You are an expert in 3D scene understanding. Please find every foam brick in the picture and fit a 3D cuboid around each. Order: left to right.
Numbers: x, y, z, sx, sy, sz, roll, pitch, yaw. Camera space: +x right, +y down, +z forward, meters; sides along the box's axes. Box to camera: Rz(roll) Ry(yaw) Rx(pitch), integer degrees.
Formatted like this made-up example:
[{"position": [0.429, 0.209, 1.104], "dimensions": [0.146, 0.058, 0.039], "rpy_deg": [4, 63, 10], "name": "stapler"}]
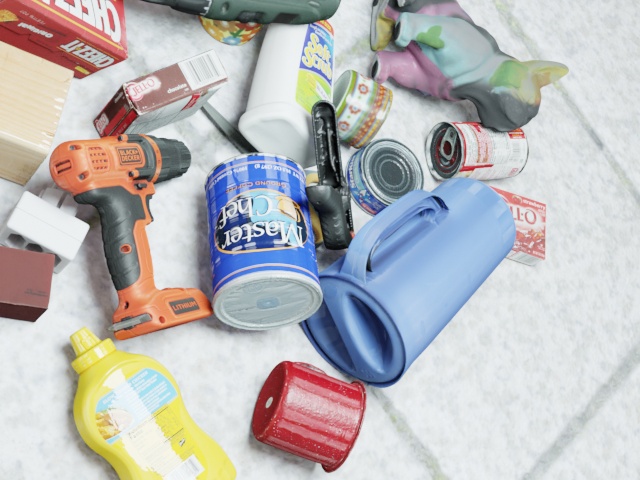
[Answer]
[{"position": [-0.279, 0.037, 0.936], "dimensions": [0.078, 0.051, 0.053], "rpy_deg": [12, 67, -25], "name": "foam brick"}]

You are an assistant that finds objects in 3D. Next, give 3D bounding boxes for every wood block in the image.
[{"position": [-0.337, -0.136, 0.943], "dimensions": [0.205, 0.090, 0.091], "rpy_deg": [22, 64, -22], "name": "wood block"}]

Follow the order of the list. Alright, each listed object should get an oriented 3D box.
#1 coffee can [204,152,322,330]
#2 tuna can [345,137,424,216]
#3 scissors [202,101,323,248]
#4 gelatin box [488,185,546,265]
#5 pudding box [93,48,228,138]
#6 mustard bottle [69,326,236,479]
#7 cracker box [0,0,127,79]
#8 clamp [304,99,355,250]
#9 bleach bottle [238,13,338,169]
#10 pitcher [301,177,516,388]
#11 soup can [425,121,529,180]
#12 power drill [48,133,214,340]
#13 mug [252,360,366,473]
[{"position": [-0.057, 0.001, 1.027], "dimensions": [0.102, 0.103, 0.140], "rpy_deg": [10, 54, -27], "name": "coffee can"}, {"position": [0.072, -0.070, 1.185], "dimensions": [0.086, 0.034, 0.086], "rpy_deg": [10, 68, -26], "name": "tuna can"}, {"position": [-0.045, -0.085, 1.135], "dimensions": [0.096, 0.016, 0.202], "rpy_deg": [-32, 90, -36], "name": "scissors"}, {"position": [0.223, -0.018, 1.254], "dimensions": [0.089, 0.030, 0.073], "rpy_deg": [17, 65, -24], "name": "gelatin box"}, {"position": [-0.157, -0.138, 1.046], "dimensions": [0.113, 0.090, 0.039], "rpy_deg": [-27, 88, -35], "name": "pudding box"}, {"position": [-0.163, 0.160, 0.952], "dimensions": [0.096, 0.058, 0.191], "rpy_deg": [-34, 91, -32], "name": "mustard bottle"}, {"position": [-0.262, -0.283, 1.009], "dimensions": [0.164, 0.072, 0.214], "rpy_deg": [21, 56, -58], "name": "cracker box"}, {"position": [0.011, -0.055, 1.066], "dimensions": [0.039, 0.171, 0.120], "rpy_deg": [4, 63, 10], "name": "clamp"}, {"position": [-0.025, -0.203, 1.143], "dimensions": [0.102, 0.068, 0.250], "rpy_deg": [43, 44, -45], "name": "bleach bottle"}, {"position": [0.100, 0.025, 1.104], "dimensions": [0.242, 0.149, 0.145], "rpy_deg": [-39, 94, -37], "name": "pitcher"}, {"position": [0.183, -0.105, 1.241], "dimensions": [0.102, 0.069, 0.068], "rpy_deg": [-4, 74, -31], "name": "soup can"}, {"position": [-0.161, -0.009, 0.996], "dimensions": [0.184, 0.057, 0.187], "rpy_deg": [-13, 84, -60], "name": "power drill"}, {"position": [-0.013, 0.158, 1.029], "dimensions": [0.081, 0.093, 0.117], "rpy_deg": [23, 31, -16], "name": "mug"}]
